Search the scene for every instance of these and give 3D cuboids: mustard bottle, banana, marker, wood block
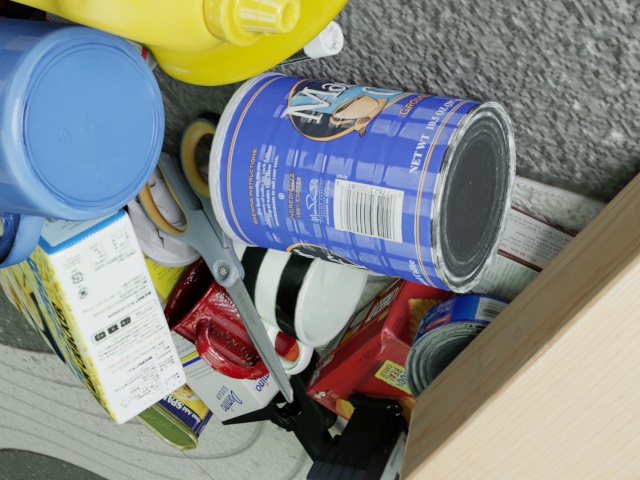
[{"bbox_3d":[-0.091,-0.131,0.509,0.192,0.096,0.058,22,123,28],"label":"mustard bottle"},{"bbox_3d":[-0.031,-0.124,0.559,0.198,0.037,0.069,-20,138,41],"label":"banana"},{"bbox_3d":[-0.036,-0.109,0.624,0.121,0.020,0.020,-3,135,45],"label":"marker"},{"bbox_3d":[0.142,0.067,0.556,0.091,0.090,0.206,35,118,-7],"label":"wood block"}]

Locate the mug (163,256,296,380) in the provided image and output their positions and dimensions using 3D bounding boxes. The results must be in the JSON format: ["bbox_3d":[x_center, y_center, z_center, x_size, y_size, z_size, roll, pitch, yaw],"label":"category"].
[{"bbox_3d":[-0.063,0.059,0.802,0.081,0.117,0.093,37,117,-17],"label":"mug"}]

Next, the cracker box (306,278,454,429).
[{"bbox_3d":[0.112,0.123,0.771,0.213,0.072,0.164,34,150,-5],"label":"cracker box"}]

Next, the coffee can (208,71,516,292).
[{"bbox_3d":[0.024,-0.035,0.594,0.140,0.102,0.103,12,144,30],"label":"coffee can"}]

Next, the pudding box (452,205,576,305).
[{"bbox_3d":[0.142,0.034,0.650,0.113,0.039,0.090,25,148,9],"label":"pudding box"}]

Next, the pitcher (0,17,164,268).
[{"bbox_3d":[-0.209,-0.068,0.663,0.243,0.145,0.149,11,155,42],"label":"pitcher"}]

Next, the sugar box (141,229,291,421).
[{"bbox_3d":[-0.111,0.070,0.898,0.176,0.048,0.093,47,148,-9],"label":"sugar box"}]

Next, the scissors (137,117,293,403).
[{"bbox_3d":[-0.055,0.001,0.699,0.202,0.016,0.096,48,116,24],"label":"scissors"}]

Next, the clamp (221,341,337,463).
[{"bbox_3d":[-0.019,0.160,0.972,0.165,0.036,0.210,33,148,13],"label":"clamp"}]

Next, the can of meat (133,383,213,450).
[{"bbox_3d":[-0.139,0.132,0.997,0.102,0.083,0.058,41,148,-15],"label":"can of meat"}]

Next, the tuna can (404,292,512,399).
[{"bbox_3d":[0.096,0.074,0.648,0.086,0.033,0.086,9,126,13],"label":"tuna can"}]
